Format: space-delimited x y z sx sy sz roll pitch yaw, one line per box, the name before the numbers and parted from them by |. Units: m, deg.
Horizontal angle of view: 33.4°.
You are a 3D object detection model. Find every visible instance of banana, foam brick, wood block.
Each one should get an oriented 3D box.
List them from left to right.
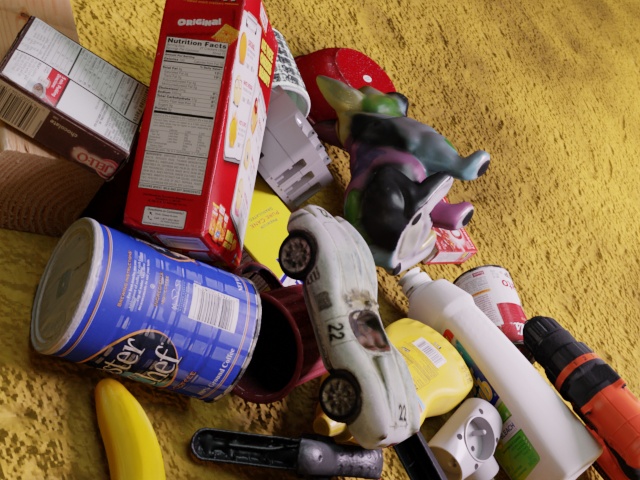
wood block | -0.246 -0.115 0.869 0.090 0.090 0.206 11 47 -38
foam brick | -0.172 -0.050 0.910 0.051 0.053 0.078 46 33 1
banana | -0.135 0.179 0.721 0.069 0.037 0.197 30 37 -23

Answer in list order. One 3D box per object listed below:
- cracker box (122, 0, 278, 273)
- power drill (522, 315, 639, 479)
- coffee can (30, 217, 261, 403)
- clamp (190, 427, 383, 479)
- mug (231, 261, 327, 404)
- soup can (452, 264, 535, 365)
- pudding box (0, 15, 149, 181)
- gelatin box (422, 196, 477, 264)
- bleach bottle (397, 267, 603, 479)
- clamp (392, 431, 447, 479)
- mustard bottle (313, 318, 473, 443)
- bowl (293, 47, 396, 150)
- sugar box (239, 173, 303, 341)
cracker box | -0.093 -0.092 0.863 0.072 0.164 0.213 7 80 6
power drill | 0.275 0.173 1.053 0.185 0.057 0.187 54 -1 40
coffee can | -0.130 0.054 0.799 0.140 0.103 0.103 23 40 -30
clamp | -0.015 0.167 0.831 0.171 0.120 0.039 27 73 -55
mug | -0.037 0.071 0.890 0.081 0.093 0.117 -12 70 -56
soup can | 0.182 0.085 1.123 0.068 0.069 0.102 16 44 -35
pudding box | -0.188 -0.108 0.805 0.113 0.039 0.090 33 35 -19
gelatin box | 0.128 -0.016 1.208 0.073 0.030 0.089 1 54 -46
bleach bottle | 0.159 0.133 1.040 0.068 0.103 0.251 -26 65 -29
clamp | 0.114 0.243 0.846 0.209 0.036 0.164 45 25 -30
mustard bottle | 0.055 0.133 0.947 0.096 0.058 0.191 45 33 17
bowl | 0.039 -0.176 1.261 0.162 0.055 0.162 27 38 -24
sugar box | -0.056 0.001 0.984 0.176 0.048 0.093 47 34 5
